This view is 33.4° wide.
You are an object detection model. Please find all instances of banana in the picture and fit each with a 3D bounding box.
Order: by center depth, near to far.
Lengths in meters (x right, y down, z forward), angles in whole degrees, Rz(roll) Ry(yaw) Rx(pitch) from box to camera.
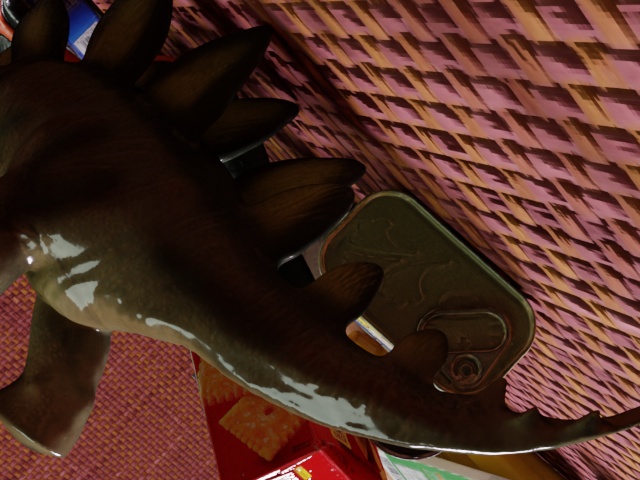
[{"bbox_3d":[0.154,0.168,0.779,0.198,0.037,0.070,39,149,15],"label":"banana"}]

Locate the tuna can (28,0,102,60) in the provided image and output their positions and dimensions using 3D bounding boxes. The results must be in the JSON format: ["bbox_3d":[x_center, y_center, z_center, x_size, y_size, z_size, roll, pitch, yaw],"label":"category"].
[{"bbox_3d":[-0.175,-0.149,0.729,0.086,0.033,0.086,42,171,8],"label":"tuna can"}]

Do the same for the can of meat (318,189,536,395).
[{"bbox_3d":[0.050,0.031,0.520,0.102,0.057,0.084,42,173,10],"label":"can of meat"}]

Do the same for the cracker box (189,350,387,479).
[{"bbox_3d":[-0.023,0.093,0.715,0.164,0.072,0.214,55,-167,-49],"label":"cracker box"}]
